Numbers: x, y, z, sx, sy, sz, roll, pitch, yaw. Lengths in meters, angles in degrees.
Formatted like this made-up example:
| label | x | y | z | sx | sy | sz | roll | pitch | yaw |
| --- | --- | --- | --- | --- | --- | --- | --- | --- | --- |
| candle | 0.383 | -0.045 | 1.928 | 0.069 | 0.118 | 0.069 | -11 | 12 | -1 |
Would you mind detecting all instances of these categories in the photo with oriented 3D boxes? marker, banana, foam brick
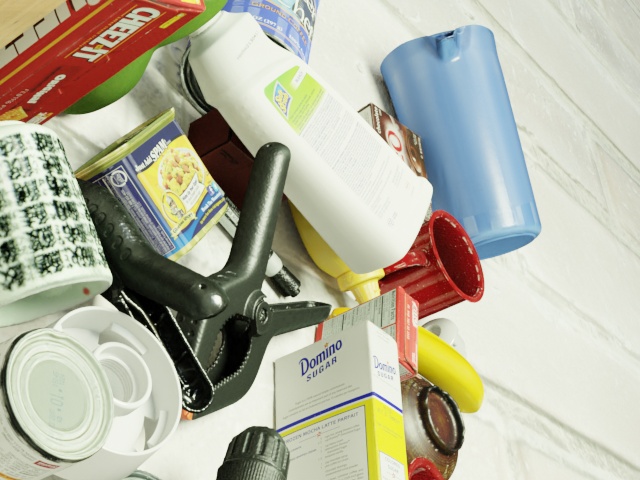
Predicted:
| label | x | y | z | sx | sy | sz | roll | pitch | yaw |
| --- | --- | --- | --- | --- | --- | --- | --- | --- | --- |
| marker | -0.056 | 0.001 | 0.849 | 0.121 | 0.020 | 0.020 | 51 | 32 | -22 |
| banana | 0.091 | 0.110 | 0.946 | 0.197 | 0.070 | 0.037 | 42 | 39 | -34 |
| foam brick | -0.063 | -0.065 | 0.855 | 0.078 | 0.053 | 0.051 | 41 | 36 | -35 |

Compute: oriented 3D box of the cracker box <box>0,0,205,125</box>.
| label | x | y | z | sx | sy | sz | roll | pitch | yaw |
| --- | --- | --- | --- | --- | --- | --- | --- | --- | --- |
| cracker box | -0.184 | -0.198 | 0.654 | 0.072 | 0.164 | 0.214 | -6 | 72 | -58 |

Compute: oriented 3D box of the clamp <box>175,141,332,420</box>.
| label | x | y | z | sx | sy | sz | roll | pitch | yaw |
| --- | --- | --- | --- | --- | --- | --- | --- | --- | --- |
| clamp | -0.051 | 0.055 | 0.762 | 0.209 | 0.036 | 0.164 | -61 | 144 | -38 |

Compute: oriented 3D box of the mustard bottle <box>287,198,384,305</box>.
| label | x | y | z | sx | sy | sz | roll | pitch | yaw |
| --- | --- | --- | --- | --- | --- | --- | --- | --- | --- |
| mustard bottle | 0.011 | -0.031 | 0.942 | 0.096 | 0.058 | 0.191 | -5 | 71 | -58 |

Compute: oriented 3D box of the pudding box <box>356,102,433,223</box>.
| label | x | y | z | sx | sy | sz | roll | pitch | yaw |
| --- | --- | --- | --- | --- | --- | --- | --- | --- | --- |
| pudding box | 0.071 | -0.072 | 1.093 | 0.089 | 0.039 | 0.113 | 29 | 44 | -45 |

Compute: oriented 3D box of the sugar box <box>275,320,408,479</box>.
| label | x | y | z | sx | sy | sz | roll | pitch | yaw |
| --- | --- | --- | --- | --- | --- | --- | --- | --- | --- |
| sugar box | 0.014 | 0.153 | 0.762 | 0.048 | 0.093 | 0.176 | 39 | 38 | -38 |

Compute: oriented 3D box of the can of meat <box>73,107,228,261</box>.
| label | x | y | z | sx | sy | sz | roll | pitch | yaw |
| --- | --- | --- | --- | --- | --- | --- | --- | --- | --- |
| can of meat | -0.116 | -0.033 | 0.740 | 0.084 | 0.058 | 0.102 | 58 | 29 | -13 |

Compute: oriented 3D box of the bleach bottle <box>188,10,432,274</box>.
| label | x | y | z | sx | sy | sz | roll | pitch | yaw |
| --- | --- | --- | --- | --- | --- | --- | --- | --- | --- |
| bleach bottle | -0.016 | -0.092 | 0.828 | 0.250 | 0.068 | 0.102 | 48 | 43 | -23 |

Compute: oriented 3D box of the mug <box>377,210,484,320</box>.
| label | x | y | z | sx | sy | sz | roll | pitch | yaw |
| --- | --- | --- | --- | --- | --- | --- | --- | --- | --- |
| mug | 0.090 | 0.029 | 0.996 | 0.117 | 0.082 | 0.093 | 5 | 63 | -57 |

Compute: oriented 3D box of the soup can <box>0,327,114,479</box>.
| label | x | y | z | sx | sy | sz | roll | pitch | yaw |
| --- | --- | --- | --- | --- | --- | --- | --- | --- | --- |
| soup can | -0.160 | 0.091 | 0.522 | 0.068 | 0.102 | 0.068 | 38 | 37 | -37 |

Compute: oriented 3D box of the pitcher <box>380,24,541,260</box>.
| label | x | y | z | sx | sy | sz | roll | pitch | yaw |
| --- | --- | --- | --- | --- | --- | --- | --- | --- | --- |
| pitcher | 0.160 | -0.102 | 1.187 | 0.148 | 0.145 | 0.243 | 1 | 70 | -45 |

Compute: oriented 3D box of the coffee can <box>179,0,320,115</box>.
| label | x | y | z | sx | sy | sz | roll | pitch | yaw |
| --- | --- | --- | --- | --- | --- | --- | --- | --- | --- |
| coffee can | -0.056 | -0.177 | 0.905 | 0.102 | 0.103 | 0.140 | 44 | 34 | -31 |

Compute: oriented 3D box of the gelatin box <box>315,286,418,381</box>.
| label | x | y | z | sx | sy | sz | roll | pitch | yaw |
| --- | --- | --- | --- | --- | --- | --- | --- | --- | --- |
| gelatin box | 0.037 | 0.087 | 0.856 | 0.030 | 0.089 | 0.073 | 43 | 35 | -32 |

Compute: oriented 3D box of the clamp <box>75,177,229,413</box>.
| label | x | y | z | sx | sy | sz | roll | pitch | yaw |
| --- | --- | --- | --- | --- | --- | --- | --- | --- | --- |
| clamp | -0.112 | 0.017 | 0.643 | 0.039 | 0.120 | 0.171 | -32 | 73 | -37 |
